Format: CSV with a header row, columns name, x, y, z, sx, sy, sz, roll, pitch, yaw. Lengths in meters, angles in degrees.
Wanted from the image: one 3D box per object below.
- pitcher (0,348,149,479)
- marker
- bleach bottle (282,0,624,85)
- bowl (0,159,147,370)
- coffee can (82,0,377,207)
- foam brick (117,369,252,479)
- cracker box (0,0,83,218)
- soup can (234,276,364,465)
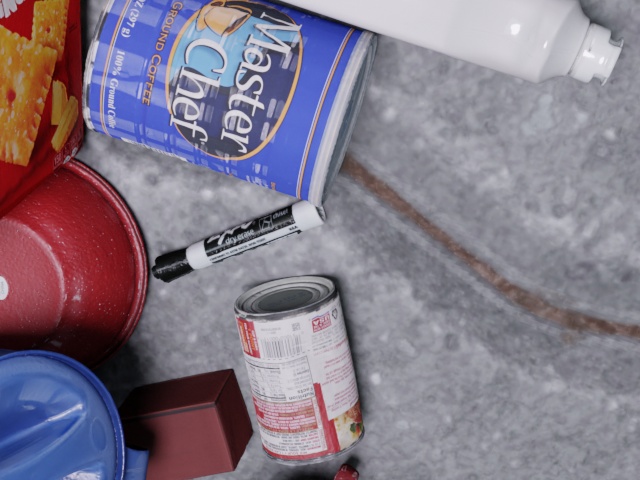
name,x,y,z,sx,sy,sz,roll,pitch,yaw
pitcher,-0.233,0.125,0.661,0.243,0.144,0.149,3,130,44
marker,-0.055,0.001,0.684,0.121,0.020,0.020,-21,104,17
bleach bottle,0.040,-0.140,0.572,0.251,0.102,0.068,22,115,3
bowl,-0.197,0.023,0.690,0.162,0.055,0.162,2,103,10
coffee can,-0.049,-0.089,0.607,0.140,0.102,0.103,18,111,4
foam brick,-0.092,0.126,0.716,0.078,0.053,0.051,-13,106,15
cracker box,-0.193,-0.113,0.567,0.072,0.164,0.214,16,125,13
soup can,-0.013,0.081,0.678,0.068,0.068,0.102,-7,107,13
